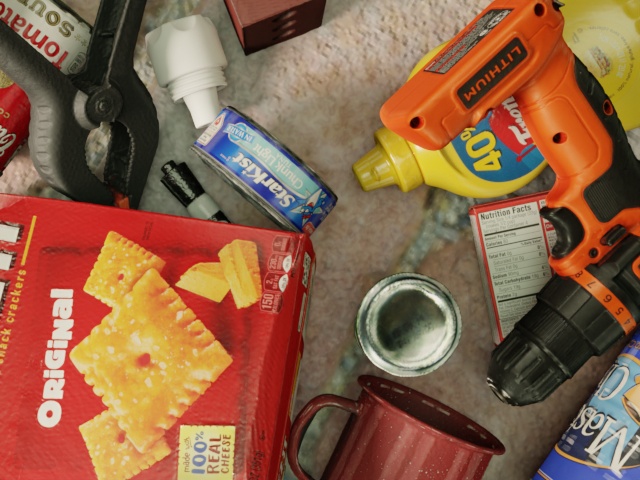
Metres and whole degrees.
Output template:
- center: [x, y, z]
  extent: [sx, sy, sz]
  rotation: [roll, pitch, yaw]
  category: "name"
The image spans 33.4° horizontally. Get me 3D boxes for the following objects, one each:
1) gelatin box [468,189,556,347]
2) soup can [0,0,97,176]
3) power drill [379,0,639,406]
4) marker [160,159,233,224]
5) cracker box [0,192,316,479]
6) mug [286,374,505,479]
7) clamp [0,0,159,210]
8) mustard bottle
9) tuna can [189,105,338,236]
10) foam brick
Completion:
- center: [0.134, 0.015, 0.642]
  extent: [0.073, 0.030, 0.089]
  rotation: [-12, 91, -1]
  category: "gelatin box"
- center: [-0.181, -0.097, 0.613]
  extent: [0.068, 0.068, 0.102]
  rotation: [37, 88, -2]
  category: "soup can"
- center: [0.119, -0.024, 0.579]
  extent: [0.184, 0.057, 0.187]
  rotation: [-45, 109, -3]
  category: "power drill"
- center: [-0.054, 0.001, 0.641]
  extent: [0.020, 0.020, 0.121]
  rotation: [-39, 91, -2]
  category: "marker"
- center: [-0.119, 0.065, 0.580]
  extent: [0.214, 0.072, 0.164]
  rotation: [8, 72, 5]
  category: "cracker box"
- center: [0.036, 0.129, 0.608]
  extent: [0.117, 0.093, 0.081]
  rotation: [24, 94, -14]
  category: "mug"
- center: [-0.123, -0.089, 0.593]
  extent: [0.120, 0.171, 0.039]
  rotation: [-33, 46, -20]
  category: "clamp"
- center: [0.106, -0.080, 0.627]
  extent: [0.191, 0.058, 0.096]
  rotation: [-27, 101, -1]
  category: "mustard bottle"
- center: [-0.032, -0.037, 0.609]
  extent: [0.086, 0.086, 0.034]
  rotation: [40, 87, -2]
  category: "tuna can"
- center: [-0.030, -0.146, 0.613]
  extent: [0.053, 0.078, 0.051]
  rotation: [-21, 89, -2]
  category: "foam brick"
